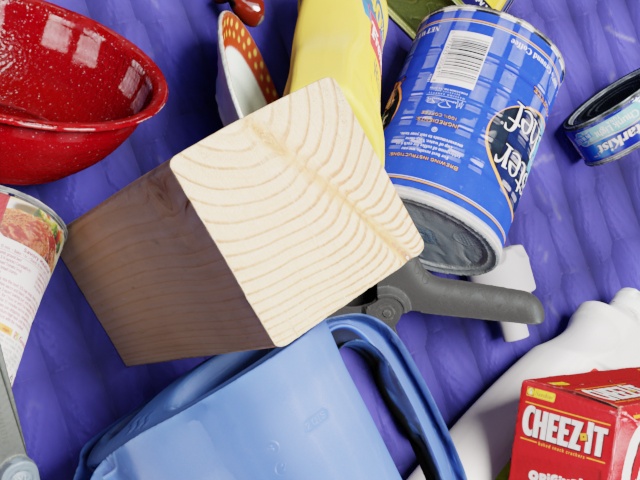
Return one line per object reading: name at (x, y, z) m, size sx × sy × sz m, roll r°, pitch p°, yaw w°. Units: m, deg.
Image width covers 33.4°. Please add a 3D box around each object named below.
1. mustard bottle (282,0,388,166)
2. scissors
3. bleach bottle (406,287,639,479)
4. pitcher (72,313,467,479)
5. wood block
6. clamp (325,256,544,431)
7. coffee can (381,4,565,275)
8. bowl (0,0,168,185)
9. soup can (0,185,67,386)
mustard bottle at (0.011, -0.109, 0.644) m, size 0.058 × 0.096 × 0.191 m, roll -4°, pitch 43°, yaw 9°
scissors at (-0.126, 0.119, 0.509) m, size 0.096 × 0.016 × 0.202 m, roll 3°, pitch 91°, yaw -35°
bleach bottle at (0.145, 0.118, 0.702) m, size 0.250 × 0.068 × 0.102 m, roll -47°, pitch 118°, yaw -27°
pitcher at (0.007, 0.162, 0.517) m, size 0.149 × 0.145 × 0.243 m, roll -29°, pitch 93°, yaw 13°
wood block at (-0.053, 0.000, 0.537) m, size 0.090 × 0.206 × 0.091 m, roll -32°, pitch 97°, yaw -28°
clamp at (0.039, 0.049, 0.663) m, size 0.171 × 0.039 × 0.120 m, roll 29°, pitch 99°, yaw -6°
coffee can at (0.086, -0.062, 0.680) m, size 0.102 × 0.103 × 0.140 m, roll 31°, pitch 69°, yaw -20°
bowl at (-0.163, -0.075, 0.549) m, size 0.161 × 0.162 × 0.055 m, roll 6°, pitch 122°, yaw -27°
soup can at (-0.175, 0.031, 0.535) m, size 0.068 × 0.069 × 0.102 m, roll 25°, pitch 58°, yaw -22°
